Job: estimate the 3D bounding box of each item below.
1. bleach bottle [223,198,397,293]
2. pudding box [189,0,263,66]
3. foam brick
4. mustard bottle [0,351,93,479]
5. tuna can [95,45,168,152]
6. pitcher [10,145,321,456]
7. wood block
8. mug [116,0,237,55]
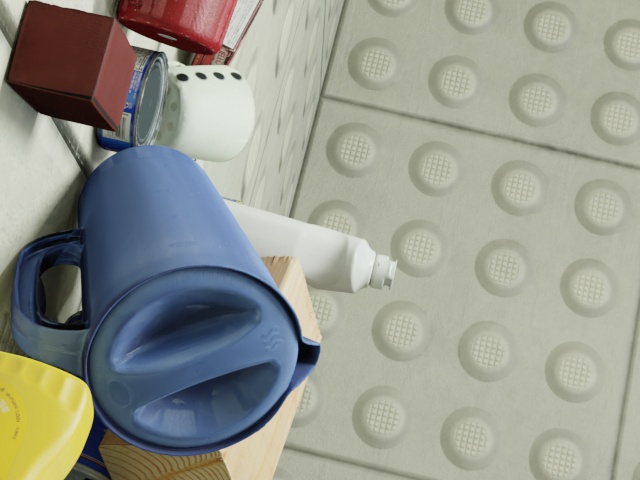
[{"bbox_3d":[-0.056,0.001,0.951,0.102,0.251,0.068,86,17,-81],"label":"bleach bottle"},{"bbox_3d":[-0.095,-0.210,1.083,0.090,0.039,0.113,-49,-162,56],"label":"pudding box"},{"bbox_3d":[-0.147,-0.103,0.638,0.078,0.053,0.051,93,10,-83],"label":"foam brick"},{"bbox_3d":[-0.187,0.146,0.524,0.058,0.096,0.191,101,4,-52],"label":"mustard bottle"},{"bbox_3d":[-0.147,-0.109,0.834,0.086,0.034,0.086,15,88,-88],"label":"tuna can"},{"bbox_3d":[-0.114,0.023,0.726,0.149,0.145,0.243,52,3,-30],"label":"pitcher"},{"bbox_3d":[-0.073,0.108,0.788,0.206,0.091,0.090,-68,149,-52],"label":"wood block"},{"bbox_3d":[-0.108,-0.191,0.786,0.117,0.093,0.081,19,89,-57],"label":"mug"}]
